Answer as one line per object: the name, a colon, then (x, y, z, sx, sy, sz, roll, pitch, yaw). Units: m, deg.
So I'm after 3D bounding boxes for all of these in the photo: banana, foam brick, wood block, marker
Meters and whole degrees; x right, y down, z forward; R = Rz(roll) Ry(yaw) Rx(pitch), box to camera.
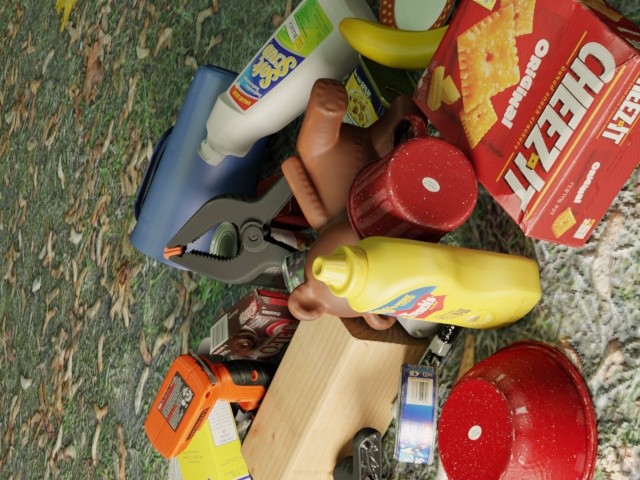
banana: (0.100, -0.195, 1.008, 0.198, 0.037, 0.069, -6, 87, 41)
foam brick: (-0.031, -0.044, 1.194, 0.078, 0.051, 0.053, -16, 67, 56)
wood block: (0.010, 0.156, 1.033, 0.206, 0.090, 0.090, -65, 35, 23)
marker: (0.098, 0.114, 0.970, 0.121, 0.020, 0.020, -63, 35, 26)

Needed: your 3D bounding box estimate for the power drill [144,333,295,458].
power drill: (-0.086, 0.171, 1.097, 0.057, 0.187, 0.185, 43, 119, 33)

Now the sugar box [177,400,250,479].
sugar box: (-0.125, 0.252, 1.219, 0.094, 0.048, 0.176, -21, 81, 55)

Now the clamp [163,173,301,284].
clamp: (-0.057, 0.001, 1.100, 0.210, 0.036, 0.164, -18, 91, 14)

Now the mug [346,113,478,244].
mug: (0.078, -0.049, 0.886, 0.082, 0.093, 0.117, 141, 130, -68)

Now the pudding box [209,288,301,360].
pudding box: (-0.058, 0.094, 1.161, 0.114, 0.089, 0.039, -37, 49, 49)

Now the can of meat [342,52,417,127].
can of meat: (0.056, -0.126, 1.072, 0.084, 0.057, 0.102, -60, 36, 34)

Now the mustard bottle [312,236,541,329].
mustard bottle: (0.078, 0.033, 0.860, 0.096, 0.191, 0.058, -28, 58, 52)

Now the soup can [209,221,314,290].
soup can: (-0.063, 0.018, 1.179, 0.069, 0.102, 0.068, -22, 63, 54)

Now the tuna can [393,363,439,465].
tuna can: (0.083, 0.151, 0.930, 0.086, 0.034, 0.086, 6, -91, -86)

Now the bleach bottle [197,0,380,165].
bleach bottle: (-0.044, -0.169, 1.173, 0.251, 0.068, 0.102, -43, 49, 23)

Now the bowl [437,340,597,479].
bowl: (0.143, 0.158, 0.853, 0.162, 0.055, 0.162, -24, 61, 53)

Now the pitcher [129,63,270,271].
pitcher: (-0.143, -0.090, 1.315, 0.145, 0.149, 0.243, -91, 20, -80)

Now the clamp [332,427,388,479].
clamp: (0.044, 0.220, 0.960, 0.120, 0.039, 0.172, 68, 158, 0)

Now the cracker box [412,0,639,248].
cracker box: (0.175, -0.124, 0.864, 0.164, 0.072, 0.214, -63, 36, 27)
